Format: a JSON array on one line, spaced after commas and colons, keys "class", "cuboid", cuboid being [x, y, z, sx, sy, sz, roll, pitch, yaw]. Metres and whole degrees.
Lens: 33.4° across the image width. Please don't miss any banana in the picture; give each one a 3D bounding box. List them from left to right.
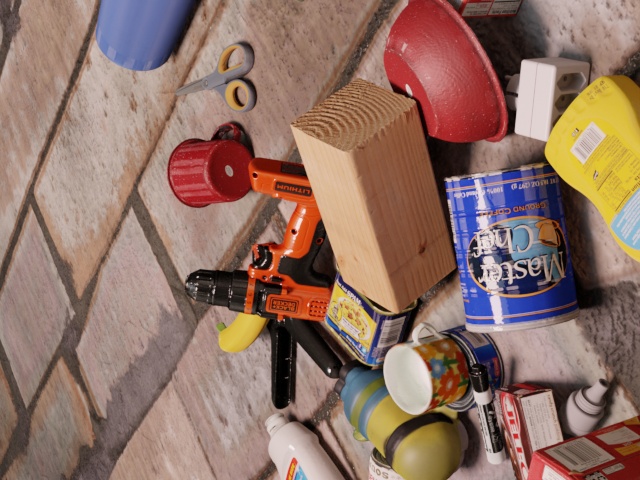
[{"class": "banana", "cuboid": [-0.091, 0.090, 1.343, 0.198, 0.037, 0.070, -51, 54, 45]}]

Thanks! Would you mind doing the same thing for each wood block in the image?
[{"class": "wood block", "cuboid": [0.056, -0.042, 1.048, 0.090, 0.090, 0.206, 32, 150, 45]}]

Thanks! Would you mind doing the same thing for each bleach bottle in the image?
[{"class": "bleach bottle", "cuboid": [-0.002, 0.324, 1.327, 0.251, 0.067, 0.103, 54, 138, 34]}]

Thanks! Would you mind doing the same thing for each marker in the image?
[{"class": "marker", "cuboid": [0.164, 0.170, 1.054, 0.020, 0.020, 0.121, 24, 138, 49]}]

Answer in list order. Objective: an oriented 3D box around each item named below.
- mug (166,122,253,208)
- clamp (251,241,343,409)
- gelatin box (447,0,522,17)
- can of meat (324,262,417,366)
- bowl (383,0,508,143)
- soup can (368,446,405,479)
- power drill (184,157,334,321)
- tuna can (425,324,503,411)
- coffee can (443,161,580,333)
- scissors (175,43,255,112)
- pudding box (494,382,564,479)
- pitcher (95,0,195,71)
[{"class": "mug", "cuboid": [-0.134, -0.100, 1.385, 0.082, 0.093, 0.117, 0, 63, 50]}, {"class": "clamp", "cuboid": [-0.037, 0.099, 1.334, 0.165, 0.036, 0.210, -27, 75, 55]}, {"class": "gelatin box", "cuboid": [0.155, -0.241, 0.944, 0.030, 0.073, 0.089, 52, 138, 34]}, {"class": "can of meat", "cuboid": [0.053, 0.078, 1.187, 0.102, 0.057, 0.084, 46, 135, 38]}, {"class": "bowl", "cuboid": [0.105, -0.149, 0.988, 0.162, 0.055, 0.162, 57, 171, 14]}, {"class": "soup can", "cuboid": [0.086, 0.283, 1.187, 0.069, 0.068, 0.102, 24, 117, 49]}, {"class": "power drill", "cuboid": [-0.058, 0.002, 1.235, 0.057, 0.184, 0.188, -95, 14, -66]}, {"class": "tuna can", "cuboid": [0.145, 0.131, 1.092, 0.086, 0.033, 0.086, 20, 115, 51]}, {"class": "coffee can", "cuboid": [0.172, 0.005, 0.961, 0.103, 0.102, 0.140, -5, 94, 55]}, {"class": "scissors", "cuboid": [-0.138, -0.194, 1.414, 0.202, 0.016, 0.096, -29, 75, 54]}, {"class": "pudding box", "cuboid": [0.201, 0.192, 0.996, 0.090, 0.039, 0.113, 126, 129, -85]}, {"class": "pitcher", "cuboid": [-0.218, -0.348, 1.404, 0.145, 0.149, 0.243, 49, 140, 14]}]
